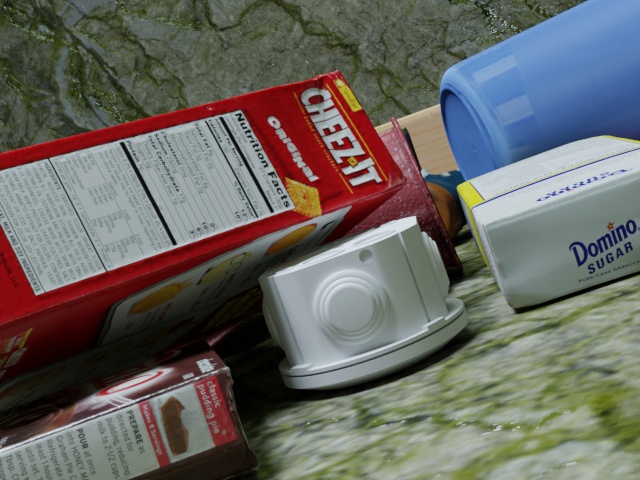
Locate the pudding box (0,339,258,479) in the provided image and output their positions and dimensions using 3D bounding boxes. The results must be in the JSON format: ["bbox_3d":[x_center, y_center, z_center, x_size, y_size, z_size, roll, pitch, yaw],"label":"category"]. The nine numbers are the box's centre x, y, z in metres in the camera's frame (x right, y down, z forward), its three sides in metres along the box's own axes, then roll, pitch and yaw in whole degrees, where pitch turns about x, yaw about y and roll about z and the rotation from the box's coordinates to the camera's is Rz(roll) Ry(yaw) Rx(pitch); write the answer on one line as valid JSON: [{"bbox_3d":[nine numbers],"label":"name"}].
[{"bbox_3d":[-0.074,0.070,0.380,0.090,0.039,0.113,-20,5,-10],"label":"pudding box"}]

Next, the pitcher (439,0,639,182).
[{"bbox_3d":[0.201,-0.103,0.677,0.242,0.145,0.149,-23,-27,-4],"label":"pitcher"}]

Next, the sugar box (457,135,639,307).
[{"bbox_3d":[0.119,-0.014,0.512,0.093,0.048,0.176,-19,8,7],"label":"sugar box"}]

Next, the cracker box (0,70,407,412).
[{"bbox_3d":[-0.093,0.010,0.469,0.213,0.072,0.164,-21,-12,-39],"label":"cracker box"}]
